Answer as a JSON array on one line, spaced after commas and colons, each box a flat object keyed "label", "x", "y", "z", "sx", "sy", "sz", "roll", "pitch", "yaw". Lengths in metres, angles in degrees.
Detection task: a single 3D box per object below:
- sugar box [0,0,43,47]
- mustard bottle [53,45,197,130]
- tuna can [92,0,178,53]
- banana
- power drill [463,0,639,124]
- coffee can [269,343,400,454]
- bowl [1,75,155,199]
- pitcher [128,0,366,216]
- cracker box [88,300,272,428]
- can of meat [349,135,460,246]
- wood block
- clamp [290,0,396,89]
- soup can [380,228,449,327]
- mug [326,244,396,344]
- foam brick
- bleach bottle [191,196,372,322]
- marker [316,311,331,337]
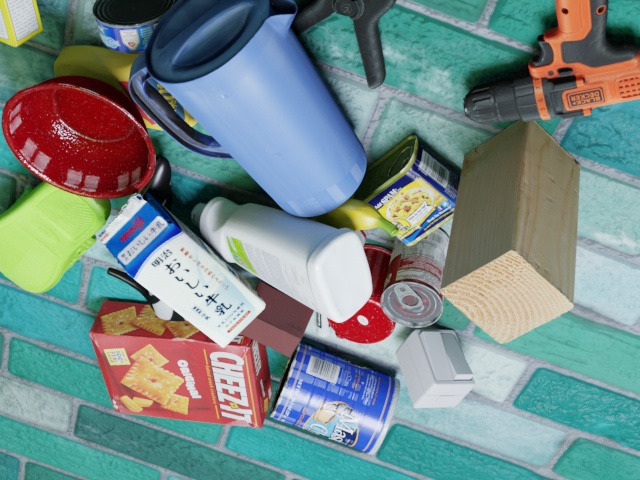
[{"label": "sugar box", "x": -0.333, "y": -0.285, "z": 1.041, "sx": 0.093, "sy": 0.048, "sz": 0.176, "roll": 25, "pitch": 137, "yaw": 26}, {"label": "mustard bottle", "x": -0.176, "y": -0.159, "z": 1.120, "sx": 0.192, "sy": 0.058, "sz": 0.096, "roll": 2, "pitch": 133, "yaw": 14}, {"label": "tuna can", "x": -0.177, "y": -0.220, "z": 1.046, "sx": 0.086, "sy": 0.086, "sz": 0.034, "roll": 3, "pitch": 134, "yaw": 13}, {"label": "banana", "x": 0.016, "y": -0.002, "z": 1.151, "sx": 0.069, "sy": 0.037, "sz": 0.198, "roll": 61, "pitch": 152, "yaw": 6}, {"label": "power drill", "x": 0.204, "y": -0.194, "z": 0.982, "sx": 0.185, "sy": 0.057, "sz": 0.187, "roll": -10, "pitch": 130, "yaw": 19}, {"label": "coffee can", "x": 0.018, "y": 0.200, "z": 1.358, "sx": 0.140, "sy": 0.102, "sz": 0.103, "roll": 21, "pitch": 133, "yaw": -3}, {"label": "bowl", "x": -0.241, "y": -0.116, "z": 1.097, "sx": 0.162, "sy": 0.055, "sz": 0.162, "roll": 8, "pitch": 140, "yaw": 7}, {"label": "pitcher", "x": -0.061, "y": -0.128, "z": 1.044, "sx": 0.149, "sy": 0.145, "sz": 0.242, "roll": 28, "pitch": 164, "yaw": 43}, {"label": "cracker box", "x": -0.180, "y": 0.165, "z": 1.404, "sx": 0.214, "sy": 0.072, "sz": 0.164, "roll": 5, "pitch": 133, "yaw": 11}, {"label": "can of meat", "x": 0.096, "y": -0.051, "z": 1.141, "sx": 0.084, "sy": 0.057, "sz": 0.102, "roll": 37, "pitch": 131, "yaw": -20}, {"label": "wood block", "x": 0.190, "y": -0.014, "z": 1.044, "sx": 0.090, "sy": 0.206, "sz": 0.091, "roll": 40, "pitch": 130, "yaw": -20}, {"label": "clamp", "x": 0.019, "y": -0.228, "z": 1.016, "sx": 0.120, "sy": 0.039, "sz": 0.172, "roll": 14, "pitch": 133, "yaw": 1}, {"label": "soup can", "x": 0.108, "y": 0.037, "z": 1.184, "sx": 0.068, "sy": 0.102, "sz": 0.068, "roll": 8, "pitch": 133, "yaw": 9}, {"label": "mug", "x": 0.047, "y": 0.072, "z": 1.248, "sx": 0.093, "sy": 0.081, "sz": 0.117, "roll": 29, "pitch": 132, "yaw": -11}, {"label": "foam brick", "x": -0.056, "y": 0.098, "z": 1.313, "sx": 0.078, "sy": 0.053, "sz": 0.051, "roll": 27, "pitch": 143, "yaw": -3}, {"label": "bleach bottle", "x": -0.058, "y": 0.001, "z": 1.159, "sx": 0.251, "sy": 0.068, "sz": 0.102, "roll": 24, "pitch": 145, "yaw": 42}, {"label": "marker", "x": 0.004, "y": 0.070, "z": 1.301, "sx": 0.020, "sy": 0.020, "sz": 0.121, "roll": 8, "pitch": 133, "yaw": 9}]
